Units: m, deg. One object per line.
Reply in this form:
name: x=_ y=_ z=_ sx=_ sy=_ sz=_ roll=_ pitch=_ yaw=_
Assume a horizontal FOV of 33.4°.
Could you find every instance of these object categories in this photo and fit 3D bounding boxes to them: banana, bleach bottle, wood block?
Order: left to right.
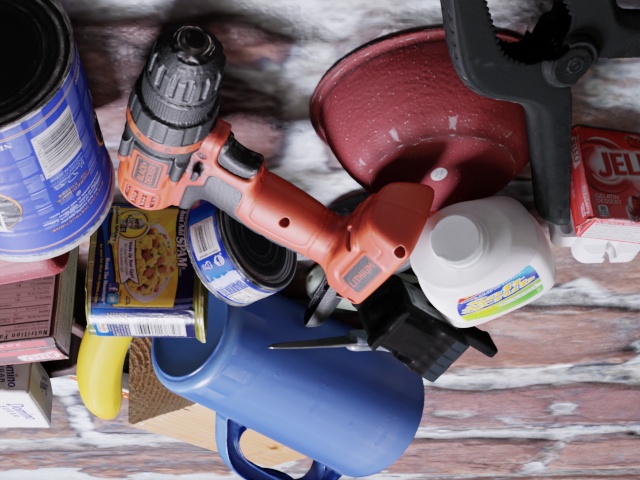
banana: x=-0.159 y=0.079 z=0.853 sx=0.069 sy=0.037 sz=0.198 roll=5 pitch=128 yaw=-39
wood block: x=-0.084 y=0.153 z=1.049 sx=0.091 sy=0.090 sz=0.205 roll=-21 pitch=148 yaw=30
bleach bottle: x=0.103 y=0.014 z=0.725 sx=0.103 sy=0.068 sz=0.250 roll=-24 pitch=169 yaw=13

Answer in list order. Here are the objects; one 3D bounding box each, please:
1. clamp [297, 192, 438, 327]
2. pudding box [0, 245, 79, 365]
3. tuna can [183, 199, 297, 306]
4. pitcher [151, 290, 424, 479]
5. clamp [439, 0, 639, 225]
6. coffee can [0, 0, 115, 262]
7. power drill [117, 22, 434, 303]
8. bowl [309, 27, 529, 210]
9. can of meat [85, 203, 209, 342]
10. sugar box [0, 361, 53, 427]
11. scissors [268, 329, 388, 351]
clamp: x=0.010 y=0.003 z=0.813 sx=0.120 sy=0.039 sz=0.172 roll=30 pitch=131 yaw=-34
pudding box: x=-0.225 y=0.034 z=0.773 sx=0.090 sy=0.113 sz=0.039 roll=-6 pitch=150 yaw=5
tuna can: x=-0.055 y=0.001 z=0.755 sx=0.034 sy=0.086 sz=0.086 roll=-24 pitch=147 yaw=32
pitcher: x=-0.033 y=0.125 z=0.941 sx=0.145 sy=0.149 sz=0.242 roll=-28 pitch=140 yaw=31
clamp: x=0.142 y=-0.110 z=0.585 sx=0.165 sy=0.036 sz=0.209 roll=-41 pitch=131 yaw=14
coffee can: x=-0.176 y=-0.064 z=0.596 sx=0.103 sy=0.103 sz=0.140 roll=-2 pitch=153 yaw=-2
power drill: x=-0.030 y=-0.041 z=0.641 sx=0.187 sy=0.057 sz=0.185 roll=28 pitch=155 yaw=-5
bowl: x=0.074 y=-0.064 z=0.674 sx=0.162 sy=0.055 sz=0.162 roll=-2 pitch=153 yaw=-1
can of meat: x=-0.123 y=0.021 z=0.773 sx=0.084 sy=0.102 sz=0.057 roll=1 pitch=152 yaw=-3
sugar box: x=-0.324 y=0.127 z=0.908 sx=0.176 sy=0.048 sz=0.093 roll=-2 pitch=153 yaw=-3
scissors: x=0.030 y=0.077 z=0.911 sx=0.201 sy=0.096 sz=0.016 roll=8 pitch=109 yaw=-28
